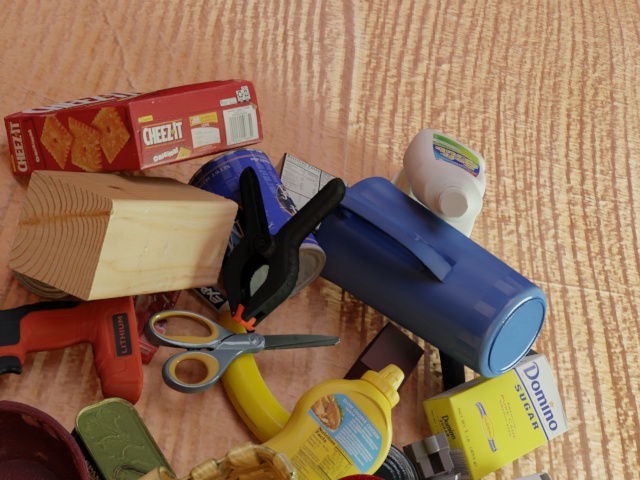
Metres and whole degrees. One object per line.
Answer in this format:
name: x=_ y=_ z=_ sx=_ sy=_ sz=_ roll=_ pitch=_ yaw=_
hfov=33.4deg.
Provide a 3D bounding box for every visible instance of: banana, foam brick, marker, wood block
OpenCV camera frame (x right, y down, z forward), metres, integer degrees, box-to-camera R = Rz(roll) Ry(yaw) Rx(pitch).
banana: x=-0.053 y=0.153 z=1.043 sx=0.069 sy=0.037 sz=0.198 roll=-26 pitch=64 yaw=-40
foam brick: x=0.066 y=0.136 z=1.136 sx=0.053 sy=0.051 sz=0.078 roll=40 pitch=40 yaw=3
marker: x=-0.115 y=0.056 z=1.111 sx=0.121 sy=0.020 sz=0.020 roll=42 pitch=40 yaw=7
wood block: x=-0.173 y=-0.007 z=0.975 sx=0.091 sy=0.090 sz=0.205 roll=20 pitch=9 yaw=24

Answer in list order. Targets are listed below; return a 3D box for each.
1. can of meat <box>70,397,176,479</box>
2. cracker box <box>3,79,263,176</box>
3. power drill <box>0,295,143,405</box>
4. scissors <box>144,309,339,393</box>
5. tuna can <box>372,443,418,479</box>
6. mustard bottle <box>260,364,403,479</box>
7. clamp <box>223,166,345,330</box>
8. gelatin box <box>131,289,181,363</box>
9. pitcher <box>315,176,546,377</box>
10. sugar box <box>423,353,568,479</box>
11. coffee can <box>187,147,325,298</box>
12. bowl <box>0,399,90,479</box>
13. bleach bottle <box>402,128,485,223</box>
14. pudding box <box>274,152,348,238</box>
can of meat: x=-0.174 y=0.196 z=0.883 sx=0.057 sy=0.084 sz=0.102 roll=-16 pitch=62 yaw=-44
cracker box: x=-0.191 y=-0.115 z=1.081 sx=0.163 sy=0.214 sz=0.072 roll=-20 pitch=106 yaw=-45
power drill: x=-0.251 y=0.107 z=0.920 sx=0.187 sy=0.057 sz=0.184 roll=2 pitch=57 yaw=-23
scissors: x=-0.072 y=0.114 z=1.031 sx=0.201 sy=0.016 sz=0.096 roll=14 pitch=49 yaw=-18
tuna can: x=0.053 y=0.236 z=1.042 sx=0.086 sy=0.034 sz=0.086 roll=19 pitch=43 yaw=-19
mustard bottle: x=0.009 y=0.185 z=0.976 sx=0.191 sy=0.058 sz=0.096 roll=-44 pitch=96 yaw=-20
clamp: x=-0.057 y=0.001 z=1.056 sx=0.120 sy=0.171 sz=0.039 roll=17 pitch=-16 yaw=38
gelatin box: x=-0.183 y=0.068 z=1.043 sx=0.073 sy=0.030 sz=0.089 roll=27 pitch=40 yaw=-10
pitcher: x=0.112 y=0.036 z=1.132 sx=0.148 sy=0.145 sz=0.243 roll=-14 pitch=38 yaw=-44
sugar box: x=0.194 y=0.190 z=1.154 sx=0.175 sy=0.048 sz=0.093 roll=-16 pitch=89 yaw=-40
coffee can: x=-0.071 y=-0.014 z=1.145 sx=0.102 sy=0.103 sz=0.140 roll=-7 pitch=55 yaw=-39
bowl: x=-0.245 y=0.207 z=0.811 sx=0.162 sy=0.055 sz=0.162 roll=-3 pitch=68 yaw=6
bleach bottle: x=0.146 y=-0.064 z=1.200 sx=0.102 sy=0.068 sz=0.251 roll=29 pitch=14 yaw=-6
pudding box: x=-0.018 y=-0.043 z=1.261 sx=0.090 sy=0.039 sz=0.113 roll=24 pitch=39 yaw=-12
